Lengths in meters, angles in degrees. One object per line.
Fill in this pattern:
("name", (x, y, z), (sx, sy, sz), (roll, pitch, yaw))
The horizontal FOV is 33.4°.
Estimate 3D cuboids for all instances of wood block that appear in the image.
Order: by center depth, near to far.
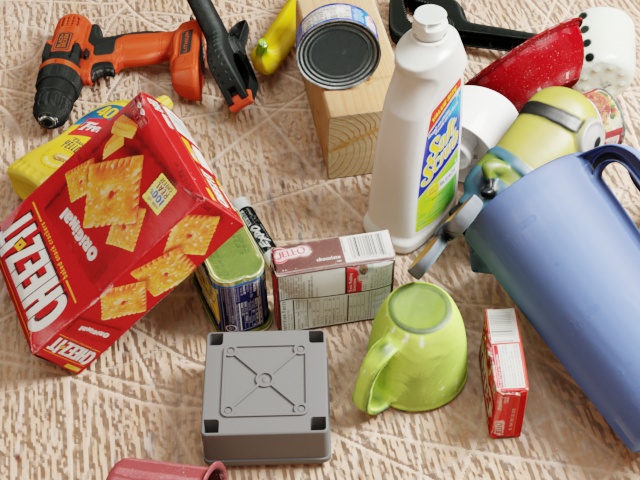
("wood block", (0.033, -0.176, 1.176), (0.090, 0.090, 0.206), (-8, 48, -6))

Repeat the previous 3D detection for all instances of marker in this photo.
("marker", (-0.057, 0.001, 1.068), (0.020, 0.020, 0.121), (-21, 51, -16))

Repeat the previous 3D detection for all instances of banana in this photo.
("banana", (-0.042, -0.245, 1.256), (0.037, 0.070, 0.197), (34, 40, -8))

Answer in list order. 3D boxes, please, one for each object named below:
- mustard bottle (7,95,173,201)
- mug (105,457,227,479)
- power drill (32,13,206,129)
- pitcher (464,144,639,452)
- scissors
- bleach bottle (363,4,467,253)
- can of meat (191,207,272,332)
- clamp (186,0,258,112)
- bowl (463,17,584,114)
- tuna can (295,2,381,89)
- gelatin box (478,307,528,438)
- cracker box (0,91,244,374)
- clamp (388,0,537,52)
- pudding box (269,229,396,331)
("mustard bottle", (-0.230, -0.098, 1.135), (0.096, 0.058, 0.191), (28, 55, 30))
("mug", (-0.121, 0.212, 0.847), (0.081, 0.093, 0.117), (5, 18, 12))
("power drill", (-0.229, -0.196, 1.222), (0.187, 0.057, 0.184), (0, 48, 1))
("pitcher", (0.248, 0.047, 0.909), (0.145, 0.149, 0.243), (-28, 69, -13))
("scissors", (0.103, 0.006, 0.974), (0.016, 0.202, 0.096), (41, 77, 3))
("bleach bottle", (0.091, -0.106, 1.003), (0.068, 0.251, 0.102), (33, 57, 27))
("can of meat", (-0.087, 0.029, 1.001), (0.057, 0.084, 0.102), (-19, 50, -15))
("clamp", (-0.103, -0.217, 1.229), (0.039, 0.120, 0.171), (-28, 67, 26))
("bowl", (0.224, -0.171, 1.147), (0.162, 0.162, 0.055), (-28, 83, -21))
("tuna can", (0.017, -0.196, 1.075), (0.086, 0.086, 0.034), (-3, 47, -1))
("gelatin box", (0.157, 0.115, 0.925), (0.030, 0.073, 0.089), (-2, 49, 1))
("cracker box", (-0.194, -0.010, 0.982), (0.214, 0.072, 0.164), (-41, 52, 10))
("clamp", (0.136, -0.235, 1.258), (0.164, 0.036, 0.210), (-34, 51, -17))
("pudding box", (0.011, 0.039, 0.985), (0.113, 0.090, 0.039), (-7, 50, -6))
